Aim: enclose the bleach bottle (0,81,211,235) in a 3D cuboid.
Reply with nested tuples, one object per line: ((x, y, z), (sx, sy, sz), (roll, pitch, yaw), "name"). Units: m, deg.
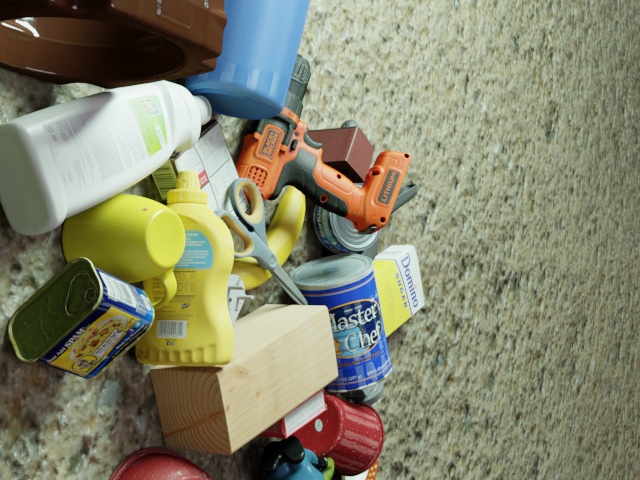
((-0.188, -0.089, 0.995), (0.250, 0.068, 0.102), (-28, 104, -51), "bleach bottle")

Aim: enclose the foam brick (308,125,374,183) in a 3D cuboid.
((0.018, -0.103, 1.307), (0.053, 0.078, 0.051), (46, 52, -46), "foam brick")

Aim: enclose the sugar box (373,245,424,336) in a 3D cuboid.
((0.080, 0.076, 1.430), (0.175, 0.048, 0.093), (-31, 115, -51), "sugar box")

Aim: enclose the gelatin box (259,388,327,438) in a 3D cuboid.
((-0.046, 0.192, 1.213), (0.089, 0.073, 0.030), (-27, 112, -53), "gelatin box")

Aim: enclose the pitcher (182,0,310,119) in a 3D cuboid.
((-0.070, -0.255, 1.143), (0.149, 0.145, 0.243), (18, 78, -41), "pitcher")

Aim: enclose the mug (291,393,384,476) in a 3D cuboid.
((0.011, 0.243, 1.300), (0.117, 0.093, 0.081), (-52, 138, 7), "mug")

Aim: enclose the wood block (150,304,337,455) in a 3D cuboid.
((-0.076, 0.144, 1.154), (0.205, 0.091, 0.090), (-28, 113, -53), "wood block")

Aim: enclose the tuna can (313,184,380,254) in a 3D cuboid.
((0.035, -0.027, 1.327), (0.085, 0.034, 0.086), (4, 83, -36), "tuna can")

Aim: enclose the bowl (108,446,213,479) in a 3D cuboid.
((-0.140, 0.282, 1.054), (0.161, 0.055, 0.162), (25, 56, -45), "bowl")

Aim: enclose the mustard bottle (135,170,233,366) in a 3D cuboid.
((-0.133, 0.027, 1.054), (0.058, 0.096, 0.191), (9, 81, -66), "mustard bottle")

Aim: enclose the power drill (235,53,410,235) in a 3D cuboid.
((0.005, -0.102, 1.222), (0.187, 0.057, 0.184), (23, 78, -12), "power drill")

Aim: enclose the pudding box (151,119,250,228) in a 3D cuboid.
((-0.126, -0.058, 1.126), (0.089, 0.039, 0.113), (-49, 131, -45), "pudding box")

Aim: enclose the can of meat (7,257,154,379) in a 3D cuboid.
((-0.209, 0.073, 0.948), (0.083, 0.102, 0.057), (35, 18, -54), "can of meat")

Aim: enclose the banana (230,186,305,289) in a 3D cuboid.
((-0.063, 0.004, 1.221), (0.197, 0.037, 0.069), (-43, 127, -48), "banana")

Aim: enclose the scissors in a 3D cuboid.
((-0.058, 0.001, 1.180), (0.201, 0.016, 0.096), (35, 61, -52), "scissors")

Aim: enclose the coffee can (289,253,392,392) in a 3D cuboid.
((0.026, 0.099, 1.295), (0.102, 0.103, 0.140), (-34, 118, -51), "coffee can")
